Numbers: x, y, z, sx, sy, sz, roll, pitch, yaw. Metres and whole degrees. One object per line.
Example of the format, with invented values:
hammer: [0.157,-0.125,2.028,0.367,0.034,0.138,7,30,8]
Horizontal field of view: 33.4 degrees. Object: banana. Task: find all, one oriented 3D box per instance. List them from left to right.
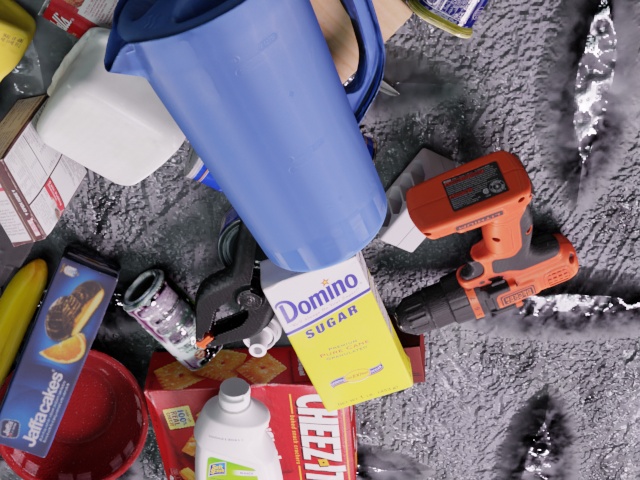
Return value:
banana: [-0.322,0.098,1.103,0.037,0.070,0.198,17,105,-30]

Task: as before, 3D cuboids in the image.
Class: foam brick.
foam brick: [0.068,0.114,1.100,0.078,0.051,0.053,-6,126,9]

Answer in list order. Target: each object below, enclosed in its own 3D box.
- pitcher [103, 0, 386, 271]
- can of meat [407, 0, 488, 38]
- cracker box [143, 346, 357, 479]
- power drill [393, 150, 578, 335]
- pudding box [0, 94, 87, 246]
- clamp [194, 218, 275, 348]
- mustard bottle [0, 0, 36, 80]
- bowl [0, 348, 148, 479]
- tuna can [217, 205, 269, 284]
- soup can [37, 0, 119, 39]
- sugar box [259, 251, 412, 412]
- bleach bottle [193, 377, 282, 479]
pitcher: [-0.030,-0.099,0.785,0.149,0.145,0.242,-5,133,28]
can of meat: [0.110,-0.218,0.823,0.057,0.102,0.084,23,122,-13]
cracker box: [-0.071,0.197,1.158,0.214,0.072,0.164,-2,127,5]
power drill: [0.137,0.009,0.975,0.184,0.057,0.187,-24,145,6]
pudding box: [-0.259,-0.064,0.956,0.039,0.113,0.090,-10,125,17]
clamp: [-0.056,0.048,1.026,0.120,0.039,0.172,29,123,-13]
mustard bottle: [-0.330,-0.138,0.940,0.096,0.058,0.192,28,123,-16]
bowl: [-0.265,0.184,1.141,0.162,0.055,0.162,-1,101,-8]
tuna can: [-0.057,0.001,1.037,0.086,0.033,0.086,2,126,3]
soup can: [-0.172,-0.189,0.885,0.102,0.068,0.069,30,123,-18]
sugar box: [0.017,0.080,1.007,0.093,0.048,0.176,-20,129,9]
bleach bottle: [-0.079,0.245,1.112,0.102,0.068,0.251,2,125,0]
